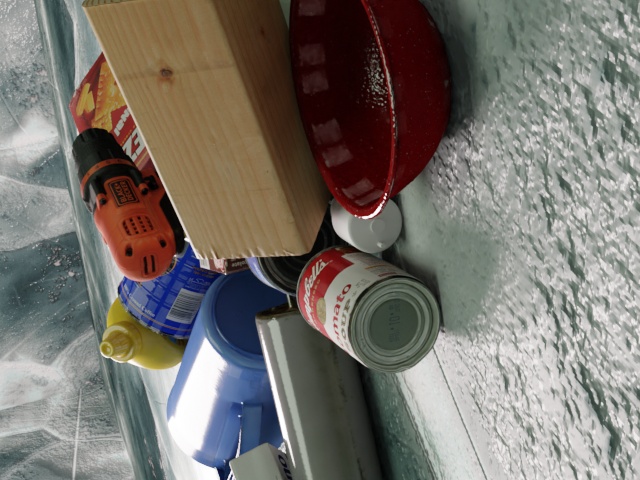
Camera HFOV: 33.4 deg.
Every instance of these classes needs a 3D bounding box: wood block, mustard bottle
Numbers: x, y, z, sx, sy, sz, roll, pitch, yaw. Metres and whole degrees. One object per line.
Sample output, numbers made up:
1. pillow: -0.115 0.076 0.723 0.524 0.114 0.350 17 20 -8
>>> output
1. wood block: -0.065 -0.093 0.712 0.090 0.091 0.206 -71 -29 -45
2. mustard bottle: -0.172 0.089 1.142 0.058 0.191 0.096 -44 82 26

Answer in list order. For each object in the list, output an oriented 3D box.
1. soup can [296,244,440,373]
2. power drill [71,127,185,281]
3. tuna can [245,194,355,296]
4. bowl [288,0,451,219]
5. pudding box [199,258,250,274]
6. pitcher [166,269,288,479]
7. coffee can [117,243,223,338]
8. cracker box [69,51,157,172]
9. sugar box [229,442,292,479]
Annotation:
1. soup can: 0.032 0.046 0.738 0.102 0.068 0.068 -151 50 -67
2. power drill: -0.104 -0.051 0.892 0.184 0.187 0.057 -122 23 -43
3. tuna can: -0.015 0.000 0.820 0.034 0.086 0.086 -158 56 -67
4. bowl: 0.034 -0.097 0.641 0.162 0.055 0.162 166 90 -73
5. pudding box: -0.056 0.001 0.945 0.114 0.090 0.039 -168 68 -72
6. pitcher: -0.075 0.135 1.046 0.149 0.144 0.243 42 149 13
7. coffee can: -0.132 0.014 1.081 0.140 0.102 0.103 -60 38 25
8. cracker box: -0.188 -0.141 1.153 0.164 0.072 0.214 -51 42 21
9. sugar box: -0.018 0.249 0.972 0.093 0.048 0.176 66 -174 28
